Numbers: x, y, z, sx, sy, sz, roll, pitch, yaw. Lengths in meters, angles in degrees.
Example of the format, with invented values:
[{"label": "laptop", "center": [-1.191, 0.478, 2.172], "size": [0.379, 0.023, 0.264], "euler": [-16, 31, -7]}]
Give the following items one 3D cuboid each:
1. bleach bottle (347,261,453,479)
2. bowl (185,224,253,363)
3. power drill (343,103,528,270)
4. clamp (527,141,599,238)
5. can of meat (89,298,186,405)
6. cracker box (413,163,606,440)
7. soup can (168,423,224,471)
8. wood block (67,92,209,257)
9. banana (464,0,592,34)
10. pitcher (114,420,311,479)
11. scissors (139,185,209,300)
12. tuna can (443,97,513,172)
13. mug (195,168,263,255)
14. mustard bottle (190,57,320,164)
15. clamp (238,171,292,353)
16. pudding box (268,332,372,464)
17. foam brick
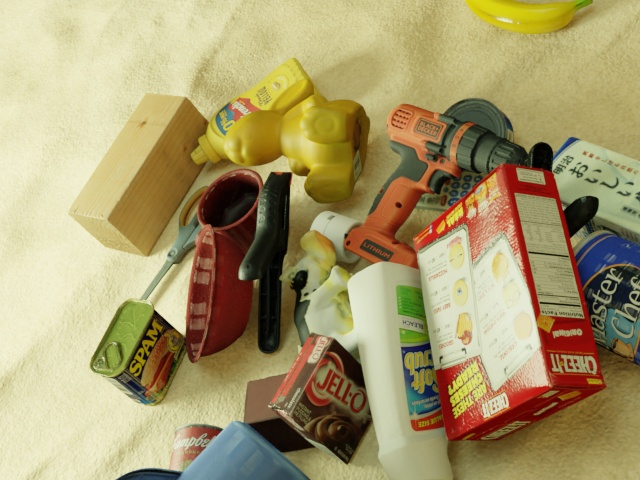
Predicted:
[{"label": "bleach bottle", "center": [0.090, 0.149, 1.048], "size": [0.068, 0.102, 0.251], "euler": [-32, 54, 37]}, {"label": "bowl", "center": [-0.115, 0.064, 1.238], "size": [0.055, 0.162, 0.162], "euler": [7, 47, -16]}, {"label": "power drill", "center": [0.121, -0.047, 1.168], "size": [0.185, 0.057, 0.187], "euler": [26, 89, 40]}, {"label": "clamp", "center": [0.214, -0.009, 1.056], "size": [0.120, 0.039, 0.172], "euler": [-100, 25, -49]}, {"label": "can of meat", "center": [-0.212, 0.134, 1.261], "size": [0.058, 0.084, 0.102], "euler": [6, 60, 36]}, {"label": "cracker box", "center": [0.169, 0.061, 0.993], "size": [0.164, 0.072, 0.214], "euler": [-44, 47, 53]}, {"label": "soup can", "center": [-0.129, 0.253, 1.124], "size": [0.069, 0.068, 0.102], "euler": [-12, 51, 25]}, {"label": "wood block", "center": [-0.238, -0.091, 1.453], "size": [0.091, 0.090, 0.206], "euler": [11, 63, 40]}, {"label": "banana", "center": [0.242, -0.292, 1.339], "size": [0.069, 0.037, 0.198], "euler": [-40, 43, -26]}, {"label": "pitcher", "center": [-0.128, 0.285, 1.007], "size": [0.242, 0.149, 0.145], "euler": [-48, 40, -11]}, {"label": "scissors", "center": [-0.170, 0.014, 1.377], "size": [0.096, 0.016, 0.201], "euler": [2, 58, 34]}, {"label": "tuna can", "center": [0.176, -0.117, 1.219], "size": [0.086, 0.033, 0.086], "euler": [-5, 80, 27]}, {"label": "mug", "center": [-0.100, -0.020, 1.311], "size": [0.117, 0.081, 0.093], "euler": [-41, 44, -2]}, {"label": "mustard bottle", "center": [-0.092, -0.161, 1.435], "size": [0.192, 0.058, 0.096], "euler": [-33, 49, 7]}, {"label": "clamp", "center": [-0.058, 0.001, 1.199], "size": [0.036, 0.164, 0.210], "euler": [2, 62, 7]}, {"label": "pudding box", "center": [0.009, 0.159, 1.075], "size": [0.039, 0.113, 0.090], "euler": [13, 64, 43]}, {"label": "foam brick", "center": [-0.038, 0.181, 1.115], "size": [0.053, 0.078, 0.051], "euler": [-14, 51, 24]}]
